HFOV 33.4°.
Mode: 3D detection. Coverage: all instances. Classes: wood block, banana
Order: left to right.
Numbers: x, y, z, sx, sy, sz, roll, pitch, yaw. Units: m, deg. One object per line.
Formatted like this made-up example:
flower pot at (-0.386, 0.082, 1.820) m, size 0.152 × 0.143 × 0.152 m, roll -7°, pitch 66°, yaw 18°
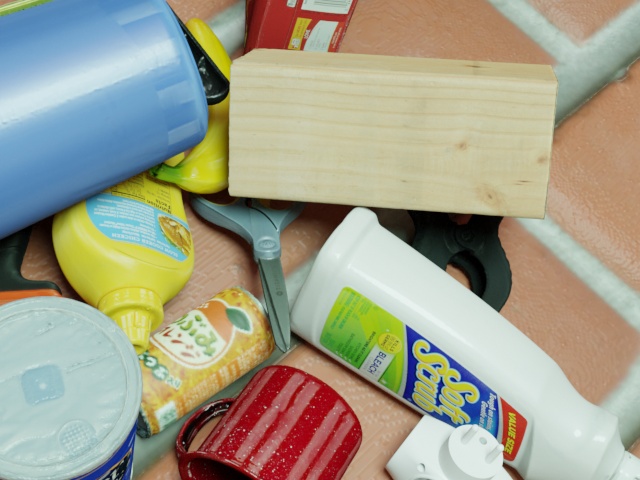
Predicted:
banana at (-0.080, -0.092, 0.780) m, size 0.037 × 0.069 × 0.197 m, roll -26°, pitch 35°, yaw 20°
wood block at (0.048, -0.075, 0.715) m, size 0.206 × 0.090 × 0.090 m, roll 4°, pitch 17°, yaw 8°

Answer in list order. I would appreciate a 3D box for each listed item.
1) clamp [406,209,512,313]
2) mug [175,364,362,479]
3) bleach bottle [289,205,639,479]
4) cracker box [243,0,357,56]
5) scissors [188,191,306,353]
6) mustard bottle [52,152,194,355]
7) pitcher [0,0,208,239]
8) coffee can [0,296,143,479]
clamp at (0.090, -0.005, 0.777) m, size 0.120 × 0.039 × 0.171 m, roll 11°, pitch 64°, yaw -6°
mug at (-0.036, 0.130, 0.662) m, size 0.117 × 0.093 × 0.081 m, roll 10°, pitch 47°, yaw 34°
bleach bottle at (0.103, 0.085, 0.699) m, size 0.251 × 0.103 × 0.068 m, roll 33°, pitch 46°, yaw 8°
cracker box at (-0.017, -0.240, 0.822) m, size 0.072 × 0.164 × 0.213 m, roll 5°, pitch 60°, yaw -12°
scissors at (-0.055, 0.001, 0.728) m, size 0.096 × 0.016 × 0.201 m, roll 6°, pitch 38°, yaw 4°
mustard bottle at (-0.130, -0.009, 0.707) m, size 0.096 × 0.058 × 0.191 m, roll 21°, pitch 42°, yaw -38°
pitcher at (-0.199, -0.069, 0.634) m, size 0.242 × 0.145 × 0.149 m, roll -24°, pitch 76°, yaw -14°
coffee can at (-0.156, 0.108, 0.610) m, size 0.102 × 0.140 × 0.103 m, roll 5°, pitch 60°, yaw -9°
